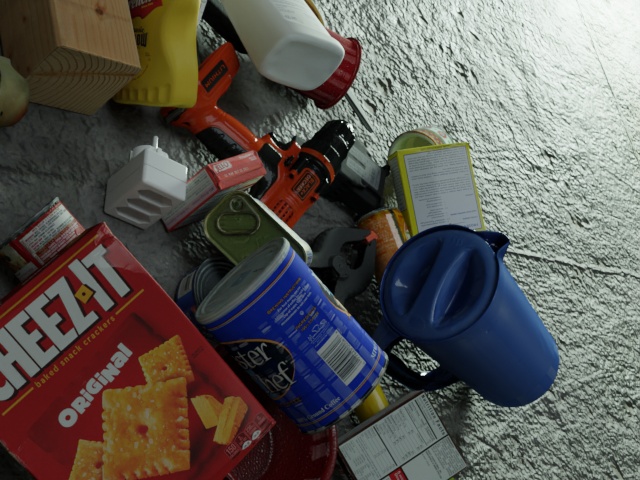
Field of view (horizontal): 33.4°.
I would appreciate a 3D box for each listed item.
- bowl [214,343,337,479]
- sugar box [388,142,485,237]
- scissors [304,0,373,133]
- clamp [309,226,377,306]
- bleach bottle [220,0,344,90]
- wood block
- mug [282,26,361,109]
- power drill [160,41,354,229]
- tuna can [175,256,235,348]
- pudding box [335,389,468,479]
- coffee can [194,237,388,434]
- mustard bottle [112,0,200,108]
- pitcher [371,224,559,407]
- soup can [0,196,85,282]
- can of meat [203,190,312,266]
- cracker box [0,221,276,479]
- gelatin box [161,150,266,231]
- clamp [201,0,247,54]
[{"bbox_3d":[-0.060,0.167,0.957,0.161,0.055,0.162,27,48,-34],"label":"bowl"},{"bbox_3d":[0.142,-0.023,1.256,0.093,0.048,0.176,-9,87,-12],"label":"sugar box"},{"bbox_3d":[-0.003,-0.221,1.315,0.096,0.016,0.202,-9,72,-48],"label":"scissors"},{"bbox_3d":[0.003,0.029,1.133,0.120,0.039,0.171,52,41,-15],"label":"clamp"},{"bbox_3d":[-0.073,-0.277,1.156,0.102,0.068,0.251,9,43,-49],"label":"bleach bottle"},{"bbox_3d":[-0.245,-0.235,1.002,0.090,0.090,0.206,9,58,-45],"label":"wood block"},{"bbox_3d":[-0.014,-0.219,1.248,0.081,0.093,0.117,23,38,-30],"label":"mug"},{"bbox_3d":[-0.061,-0.115,1.123,0.187,0.057,0.184,45,53,-12],"label":"power drill"},{"bbox_3d":[-0.094,0.061,1.009,0.086,0.034,0.086,27,48,-34],"label":"tuna can"},{"bbox_3d":[0.075,0.212,1.047,0.113,0.039,0.090,-29,86,-21],"label":"pudding box"},{"bbox_3d":[-0.024,0.082,0.922,0.140,0.103,0.102,49,39,-12],"label":"coffee can"},{"bbox_3d":[-0.156,-0.225,1.020,0.058,0.096,0.192,-4,101,-47],"label":"mustard bottle"},{"bbox_3d":[0.165,0.100,1.165,0.242,0.149,0.145,44,50,-48],"label":"pitcher"},{"bbox_3d":[-0.209,0.024,0.881,0.102,0.069,0.068,50,39,-11],"label":"soup can"},{"bbox_3d":[-0.057,0.001,1.026,0.102,0.057,0.084,43,4,4],"label":"can of meat"},{"bbox_3d":[-0.162,0.118,0.814,0.164,0.072,0.213,-43,101,-21],"label":"cracker box"},{"bbox_3d":[-0.105,-0.048,1.025,0.073,0.089,0.030,-25,81,-51],"label":"gelatin box"},{"bbox_3d":[-0.156,-0.291,1.178,0.209,0.036,0.164,4,60,-49],"label":"clamp"}]
